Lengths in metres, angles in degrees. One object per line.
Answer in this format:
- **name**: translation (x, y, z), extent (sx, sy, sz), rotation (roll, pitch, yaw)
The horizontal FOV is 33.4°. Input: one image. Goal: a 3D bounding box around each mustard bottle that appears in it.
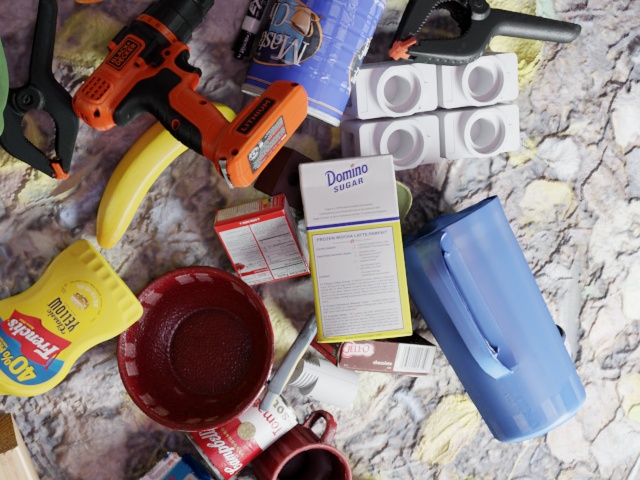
- **mustard bottle**: translation (-0.270, 0.091, 1.015), extent (0.191, 0.058, 0.096), rotation (-39, 96, -9)

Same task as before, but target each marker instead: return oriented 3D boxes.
- **marker**: translation (-0.059, -0.235, 1.050), extent (0.020, 0.020, 0.121), rotation (21, 93, -25)

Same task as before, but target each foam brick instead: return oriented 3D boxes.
- **foam brick**: translation (-0.017, -0.056, 1.090), extent (0.078, 0.051, 0.053), rotation (27, 91, -25)

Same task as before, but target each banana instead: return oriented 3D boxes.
- **banana**: translation (-0.153, -0.076, 1.038), extent (0.197, 0.037, 0.069), rotation (-40, 112, -9)

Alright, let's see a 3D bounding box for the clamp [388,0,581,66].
- **clamp**: translation (0.152, -0.246, 1.090), extent (0.209, 0.036, 0.164), rotation (-25, 85, -22)

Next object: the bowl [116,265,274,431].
- **bowl**: translation (-0.118, 0.108, 1.060), extent (0.162, 0.055, 0.162), rotation (-2, 81, 12)

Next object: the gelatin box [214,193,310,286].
- **gelatin box**: translation (-0.057, 0.001, 1.071), extent (0.073, 0.030, 0.089), rotation (-14, 129, 12)

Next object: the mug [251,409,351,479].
- **mug**: translation (-0.019, 0.234, 1.139), extent (0.093, 0.082, 0.117), rotation (24, 92, -25)

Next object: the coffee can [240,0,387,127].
- **coffee can**: translation (-0.005, -0.193, 1.036), extent (0.102, 0.103, 0.140), rotation (20, 94, -25)

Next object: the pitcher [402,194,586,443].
- **pitcher**: translation (0.174, 0.086, 1.109), extent (0.149, 0.145, 0.243), rotation (-28, 91, -27)

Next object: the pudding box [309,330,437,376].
- **pudding box**: translation (0.053, 0.110, 1.136), extent (0.113, 0.090, 0.039), rotation (9, 100, -24)

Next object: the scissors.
- **scissors**: translation (-0.017, 0.102, 1.098), extent (0.016, 0.201, 0.096), rotation (31, 125, 3)

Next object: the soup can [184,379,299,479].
- **soup can**: translation (-0.081, 0.195, 1.113), extent (0.102, 0.069, 0.068), rotation (-38, 113, -11)

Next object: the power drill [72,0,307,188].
- **power drill**: translation (-0.106, -0.146, 0.972), extent (0.184, 0.188, 0.057), rotation (-53, 158, -15)

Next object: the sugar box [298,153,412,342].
- **sugar box**: translation (0.034, 0.008, 1.038), extent (0.093, 0.048, 0.176), rotation (-6, 88, 1)

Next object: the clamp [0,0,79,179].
- **clamp**: translation (-0.281, -0.133, 0.974), extent (0.120, 0.039, 0.171), rotation (-14, 104, -7)
